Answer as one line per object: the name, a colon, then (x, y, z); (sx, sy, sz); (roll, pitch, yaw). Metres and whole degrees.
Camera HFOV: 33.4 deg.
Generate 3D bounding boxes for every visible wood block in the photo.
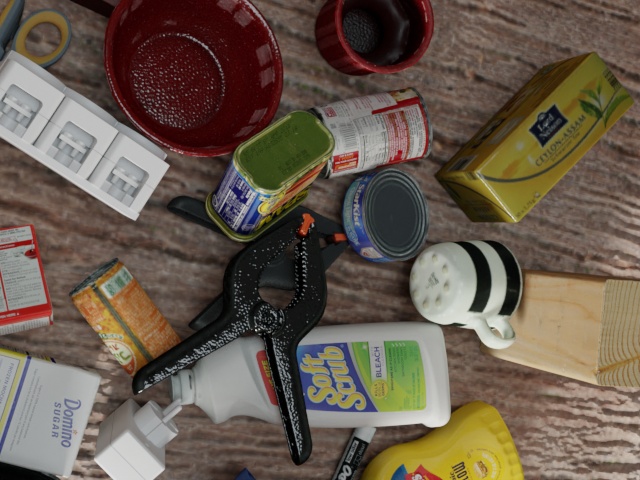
wood block: (0.235, 0.075, 0.971); (0.090, 0.206, 0.090); (5, 90, -19)

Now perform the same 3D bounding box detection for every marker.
marker: (0.019, 0.228, 1.004); (0.020, 0.020, 0.121); (27, 84, -17)

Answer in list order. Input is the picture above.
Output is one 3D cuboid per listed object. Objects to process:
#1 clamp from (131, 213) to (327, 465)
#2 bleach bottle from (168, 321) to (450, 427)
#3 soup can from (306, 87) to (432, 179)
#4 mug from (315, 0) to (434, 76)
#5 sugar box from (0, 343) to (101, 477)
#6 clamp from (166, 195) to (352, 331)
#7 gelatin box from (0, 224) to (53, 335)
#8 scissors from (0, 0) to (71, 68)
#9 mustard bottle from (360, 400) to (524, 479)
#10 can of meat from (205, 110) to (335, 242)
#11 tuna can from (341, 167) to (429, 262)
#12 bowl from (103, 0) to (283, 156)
clamp: (-0.060, 0.070, 0.914); (0.164, 0.036, 0.210); (20, 75, -17)
bleach bottle: (-0.011, 0.131, 0.970); (0.250, 0.068, 0.102); (-4, 87, -16)
soup can: (0.042, -0.098, 0.977); (0.102, 0.069, 0.068); (-14, 96, -17)
mug: (0.037, -0.203, 0.965); (0.093, 0.082, 0.117); (-40, 103, -13)
sugar box: (-0.282, 0.131, 0.892); (0.176, 0.048, 0.093); (20, 85, -20)
clamp: (-0.056, 0.001, 0.964); (0.171, 0.039, 0.120); (-19, 96, -24)
gelatin box: (-0.266, 0.034, 0.883); (0.073, 0.030, 0.089); (-11, 62, -18)
scissors: (-0.274, -0.126, 0.902); (0.096, 0.016, 0.202); (15, 87, -18)
mustard bottle: (0.095, 0.234, 1.009); (0.191, 0.058, 0.096); (-25, 104, -15)
can of meat: (-0.042, -0.058, 0.923); (0.057, 0.084, 0.101); (47, 56, 8)
tuna can: (0.060, -0.022, 0.987); (0.085, 0.034, 0.086); (7, 80, -41)
bowl: (-0.115, -0.145, 0.922); (0.161, 0.055, 0.162); (5, 79, -25)
